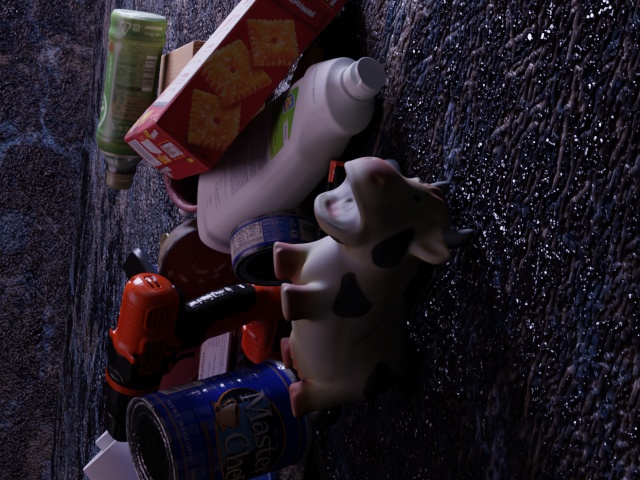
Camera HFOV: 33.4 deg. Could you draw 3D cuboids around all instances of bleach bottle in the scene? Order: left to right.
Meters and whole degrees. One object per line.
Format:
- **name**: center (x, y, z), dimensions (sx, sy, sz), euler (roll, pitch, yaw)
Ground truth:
- **bleach bottle**: center (-0.025, -0.078, 0.934), dimensions (0.251, 0.068, 0.102), euler (-35, 50, 50)

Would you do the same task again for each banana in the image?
- **banana**: center (-0.032, -0.099, 1.043), dimensions (0.198, 0.037, 0.069), euler (116, 149, -49)

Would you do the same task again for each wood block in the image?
- **wood block**: center (-0.133, -0.180, 1.275), dimensions (0.206, 0.090, 0.091), euler (-165, 79, -72)

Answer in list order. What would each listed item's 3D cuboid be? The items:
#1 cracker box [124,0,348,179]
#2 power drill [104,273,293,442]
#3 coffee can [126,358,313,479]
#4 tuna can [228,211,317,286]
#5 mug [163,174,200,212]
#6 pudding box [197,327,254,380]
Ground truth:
- **cracker box**: center (-0.077, -0.157, 0.980), dimensions (0.213, 0.072, 0.164), euler (-52, 15, -12)
- **power drill**: center (-0.116, 0.103, 1.020), dimensions (0.057, 0.187, 0.185), euler (44, 131, 36)
- **coffee can**: center (-0.092, 0.174, 0.975), dimensions (0.103, 0.140, 0.103), euler (27, 123, 52)
- **tuna can**: center (-0.039, 0.010, 0.971), dimensions (0.086, 0.086, 0.034), euler (123, 144, -55)
- **mug**: center (-0.108, -0.088, 1.162), dimensions (0.093, 0.081, 0.117), euler (21, 103, 41)
- **pudding box**: center (-0.097, 0.112, 1.139), dimensions (0.090, 0.039, 0.113), euler (-22, -63, -75)
